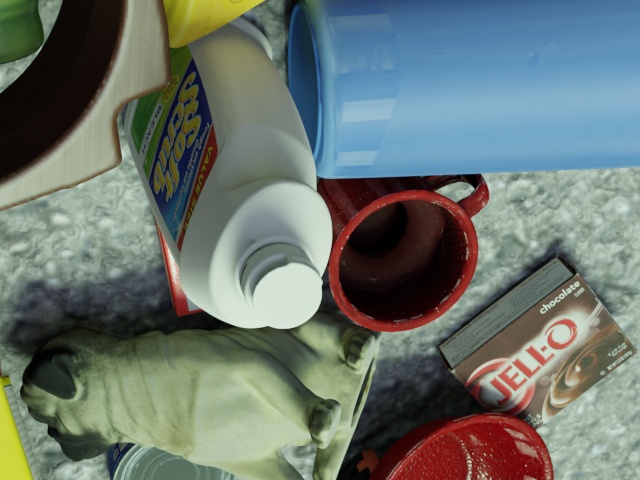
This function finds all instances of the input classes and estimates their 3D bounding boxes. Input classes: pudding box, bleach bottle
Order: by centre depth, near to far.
[{"bbox_3d":[-0.042,-0.038,0.521,0.068,0.251,0.103,22,107,-25],"label":"bleach bottle"},{"bbox_3d":[0.153,0.078,0.757,0.113,0.039,0.090,-40,119,5],"label":"pudding box"}]

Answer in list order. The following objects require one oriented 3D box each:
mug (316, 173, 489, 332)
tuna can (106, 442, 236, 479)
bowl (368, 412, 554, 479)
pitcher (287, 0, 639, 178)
[{"bbox_3d":[0.049,-0.010,0.659,0.117,0.081,0.093,-34,120,1],"label":"mug"},{"bbox_3d":[-0.100,0.152,0.720,0.086,0.034,0.086,-7,117,-14],"label":"tuna can"},{"bbox_3d":[0.085,0.185,0.752,0.161,0.055,0.162,-10,111,-27],"label":"bowl"},{"bbox_3d":[0.107,-0.109,0.612,0.242,0.149,0.145,-5,134,-11],"label":"pitcher"}]
